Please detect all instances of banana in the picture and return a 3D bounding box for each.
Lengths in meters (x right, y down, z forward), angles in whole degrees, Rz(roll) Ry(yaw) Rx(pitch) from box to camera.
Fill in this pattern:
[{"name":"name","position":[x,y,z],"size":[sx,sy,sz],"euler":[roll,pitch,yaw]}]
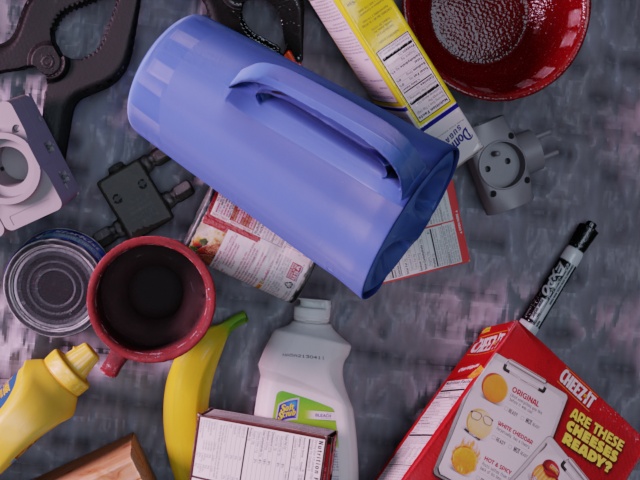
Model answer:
[{"name":"banana","position":[-0.098,0.158,0.897],"size":[0.069,0.037,0.198],"euler":[2,93,-6]}]

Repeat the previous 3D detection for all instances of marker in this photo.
[{"name":"marker","position":[0.208,0.035,0.942],"size":[0.020,0.020,0.121],"euler":[32,89,-8]}]

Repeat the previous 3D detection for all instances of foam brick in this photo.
[{"name":"foam brick","position":[-0.138,0.043,0.878],"size":[0.053,0.051,0.078],"euler":[-13,95,-7]}]

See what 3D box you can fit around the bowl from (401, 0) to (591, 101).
[{"name":"bowl","position":[0.142,-0.196,0.901],"size":[0.162,0.055,0.162],"euler":[0,93,-8]}]

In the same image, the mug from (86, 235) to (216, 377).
[{"name":"mug","position":[-0.132,0.051,0.811],"size":[0.093,0.081,0.117],"euler":[28,90,-8]}]

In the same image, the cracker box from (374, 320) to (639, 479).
[{"name":"cracker box","position":[0.149,0.201,0.891],"size":[0.164,0.072,0.213],"euler":[43,69,-9]}]

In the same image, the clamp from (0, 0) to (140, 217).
[{"name":"clamp","position":[-0.215,-0.133,0.866],"size":[0.210,0.036,0.164],"euler":[-39,99,0]}]

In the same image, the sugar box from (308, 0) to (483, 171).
[{"name":"sugar box","position":[0.059,-0.139,0.864],"size":[0.048,0.093,0.176],"euler":[-38,106,-4]}]

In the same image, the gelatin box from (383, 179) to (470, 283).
[{"name":"gelatin box","position":[0.077,-0.007,0.916],"size":[0.089,0.030,0.073],"euler":[-14,96,-7]}]

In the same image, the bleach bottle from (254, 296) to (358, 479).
[{"name":"bleach bottle","position":[-0.007,0.174,0.899],"size":[0.102,0.068,0.251],"euler":[5,90,-6]}]

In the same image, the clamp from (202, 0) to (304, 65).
[{"name":"clamp","position":[-0.062,-0.216,0.868],"size":[0.120,0.039,0.171],"euler":[-40,109,22]}]

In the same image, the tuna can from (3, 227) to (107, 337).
[{"name":"tuna can","position":[-0.212,0.035,0.867],"size":[0.086,0.034,0.086],"euler":[0,104,0]}]

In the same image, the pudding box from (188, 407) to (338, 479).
[{"name":"pudding box","position":[-0.048,0.188,0.850],"size":[0.113,0.039,0.090],"euler":[8,89,13]}]

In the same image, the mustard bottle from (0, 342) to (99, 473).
[{"name":"mustard bottle","position":[-0.254,0.150,0.845],"size":[0.191,0.096,0.058],"euler":[-41,99,-6]}]

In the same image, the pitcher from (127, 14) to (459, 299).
[{"name":"pitcher","position":[-0.025,-0.076,0.813],"size":[0.243,0.144,0.149],"euler":[33,117,12]}]

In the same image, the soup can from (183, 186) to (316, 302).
[{"name":"soup can","position":[-0.056,0.001,0.879],"size":[0.102,0.068,0.068],"euler":[25,89,-9]}]
